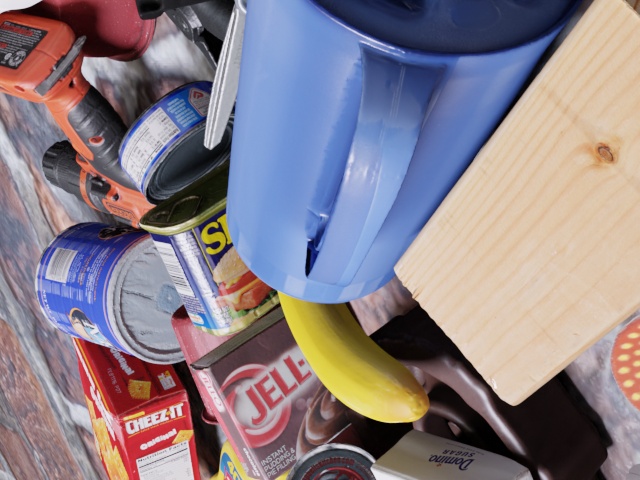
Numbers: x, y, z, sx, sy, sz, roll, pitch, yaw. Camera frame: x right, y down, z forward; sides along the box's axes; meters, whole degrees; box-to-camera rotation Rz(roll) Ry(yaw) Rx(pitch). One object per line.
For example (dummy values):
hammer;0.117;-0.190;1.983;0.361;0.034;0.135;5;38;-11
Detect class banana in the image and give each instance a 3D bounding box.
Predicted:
banana;0.008;0.043;0.624;0.198;0.037;0.070;-116;32;-43

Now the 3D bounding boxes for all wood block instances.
wood block;0.122;-0.022;0.443;0.091;0.090;0.206;50;149;12

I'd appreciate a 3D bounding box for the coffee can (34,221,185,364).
coffee can;-0.157;0.039;0.870;0.141;0.102;0.103;6;124;52

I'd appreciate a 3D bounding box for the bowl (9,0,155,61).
bowl;-0.186;-0.190;0.744;0.162;0.055;0.162;35;144;31

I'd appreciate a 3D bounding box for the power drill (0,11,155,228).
power drill;-0.182;-0.084;0.779;0.185;0.057;0.187;16;156;38

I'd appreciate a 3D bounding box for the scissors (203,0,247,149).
scissors;-0.014;-0.130;0.532;0.016;0.096;0.202;-93;4;-51

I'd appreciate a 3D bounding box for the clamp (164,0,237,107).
clamp;-0.064;-0.129;0.646;0.171;0.039;0.120;52;158;24

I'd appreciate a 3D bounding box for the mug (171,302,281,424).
mug;-0.059;0.075;0.797;0.117;0.093;0.081;-95;-16;-78

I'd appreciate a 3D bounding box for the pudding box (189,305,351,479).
pudding box;-0.020;0.095;0.722;0.039;0.113;0.090;-3;116;59

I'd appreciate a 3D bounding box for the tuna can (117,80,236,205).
tuna can;-0.089;-0.064;0.698;0.034;0.086;0.086;49;148;15

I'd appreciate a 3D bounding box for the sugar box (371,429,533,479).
sugar box;0.101;0.197;0.617;0.094;0.048;0.176;8;125;52

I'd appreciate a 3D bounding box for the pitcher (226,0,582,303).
pitcher;0.018;-0.058;0.500;0.145;0.149;0.243;52;154;18

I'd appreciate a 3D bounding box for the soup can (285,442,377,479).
soup can;0.017;0.178;0.699;0.068;0.068;0.102;41;167;23

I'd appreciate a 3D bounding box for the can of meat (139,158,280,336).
can of meat;-0.055;0.001;0.697;0.058;0.102;0.084;10;128;51

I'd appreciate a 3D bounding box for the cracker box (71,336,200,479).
cracker box;-0.176;0.166;1.006;0.164;0.072;0.214;52;154;41
